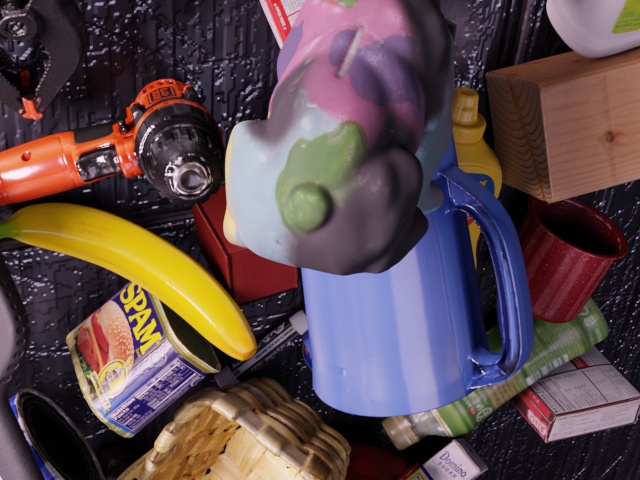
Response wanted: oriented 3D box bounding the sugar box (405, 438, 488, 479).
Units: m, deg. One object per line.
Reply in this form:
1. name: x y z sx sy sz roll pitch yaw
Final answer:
1. sugar box: 0.082 0.264 1.051 0.176 0.048 0.093 -42 164 3

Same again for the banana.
1. banana: -0.129 0.020 0.730 0.197 0.069 0.037 24 140 -10

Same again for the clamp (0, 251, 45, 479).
1. clamp: -0.255 0.093 0.723 0.165 0.036 0.210 3 98 11

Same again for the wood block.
1. wood block: 0.244 -0.104 0.816 0.206 0.090 0.091 -15 108 -13

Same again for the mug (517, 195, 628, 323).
1. mug: 0.208 0.012 0.926 0.117 0.093 0.082 -35 154 -55

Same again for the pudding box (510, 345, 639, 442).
1. pudding box: 0.241 0.145 1.036 0.113 0.090 0.039 -8 127 -24

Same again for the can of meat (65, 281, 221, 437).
1. can of meat: -0.131 0.080 0.776 0.084 0.102 0.057 -40 134 8

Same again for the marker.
1. marker: -0.036 0.083 0.886 0.121 0.020 0.020 -38 133 3

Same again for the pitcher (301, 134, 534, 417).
1. pitcher: 0.052 -0.008 0.743 0.149 0.145 0.243 -11 111 -5

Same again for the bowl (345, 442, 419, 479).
1. bowl: 0.011 0.234 0.975 0.162 0.055 0.162 -37 169 -9

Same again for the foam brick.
1. foam brick: -0.055 0.001 0.771 0.051 0.078 0.053 -18 133 -16

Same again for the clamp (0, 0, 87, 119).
1. clamp: -0.183 -0.135 0.597 0.120 0.039 0.172 2 141 -15

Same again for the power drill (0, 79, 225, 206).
1. power drill: -0.149 -0.038 0.632 0.187 0.184 0.057 -17 109 -6

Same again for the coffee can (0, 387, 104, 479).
1. coffee can: -0.248 0.192 0.798 0.140 0.103 0.102 -37 133 1
